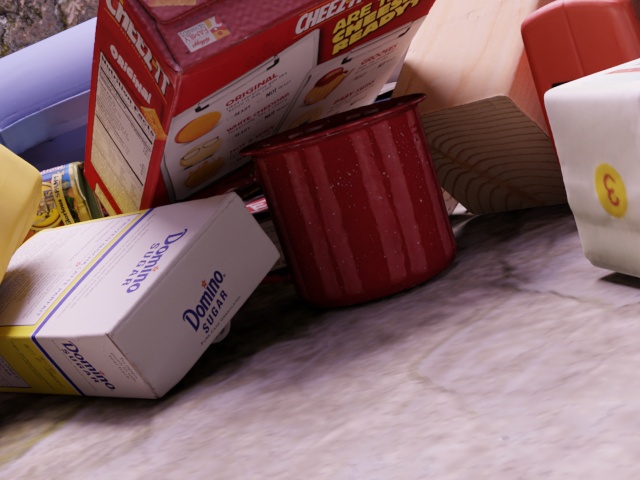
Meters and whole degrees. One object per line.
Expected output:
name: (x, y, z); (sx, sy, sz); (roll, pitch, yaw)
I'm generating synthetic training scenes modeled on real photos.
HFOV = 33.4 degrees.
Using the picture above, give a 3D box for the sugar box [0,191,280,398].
sugar box: (-0.108, 0.029, 0.513); (0.177, 0.048, 0.093); (-4, 39, 47)

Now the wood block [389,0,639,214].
wood block: (0.121, -0.128, 0.594); (0.090, 0.090, 0.206); (-9, 53, 48)

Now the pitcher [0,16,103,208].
pitcher: (-0.163, -0.079, 0.717); (0.242, 0.149, 0.145); (-23, 53, -9)

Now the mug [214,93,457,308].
mug: (0.006, -0.015, 0.512); (0.117, 0.081, 0.093); (-17, 9, 2)

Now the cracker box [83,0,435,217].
cracker box: (-0.034, -0.091, 0.547); (0.164, 0.072, 0.214); (-31, -11, -23)
